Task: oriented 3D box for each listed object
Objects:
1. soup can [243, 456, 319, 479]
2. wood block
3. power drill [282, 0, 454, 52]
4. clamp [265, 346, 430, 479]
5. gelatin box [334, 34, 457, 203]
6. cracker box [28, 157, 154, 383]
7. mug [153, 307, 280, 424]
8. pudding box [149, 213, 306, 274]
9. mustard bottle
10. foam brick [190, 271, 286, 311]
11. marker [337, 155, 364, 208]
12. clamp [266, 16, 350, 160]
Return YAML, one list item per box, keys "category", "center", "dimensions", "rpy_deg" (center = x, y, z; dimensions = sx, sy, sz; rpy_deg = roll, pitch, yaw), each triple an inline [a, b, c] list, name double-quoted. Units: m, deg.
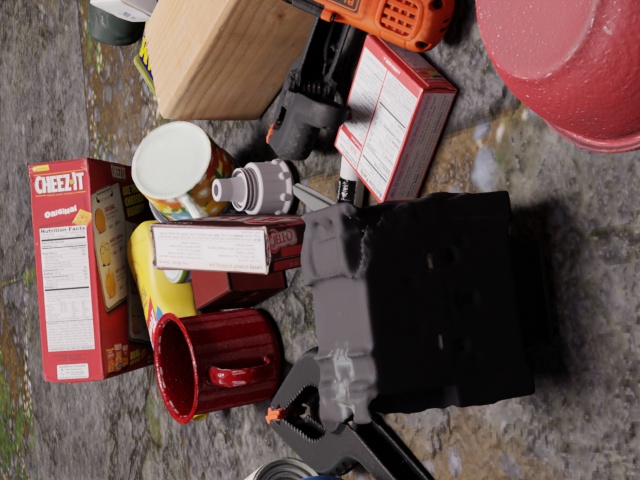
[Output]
- category: "soup can"
  center: [-0.043, 0.220, 0.852]
  dimensions: [0.102, 0.068, 0.068]
  rpy_deg: [-48, 52, 52]
- category: "wood block"
  center: [-0.058, -0.182, 0.816]
  dimensions: [0.206, 0.090, 0.091]
  rpy_deg: [-44, 54, 55]
- category: "power drill"
  center: [0.015, -0.225, 0.630]
  dimensions: [0.184, 0.057, 0.188]
  rpy_deg: [26, 122, 11]
- category: "clamp"
  center: [0.025, 0.128, 0.749]
  dimensions: [0.210, 0.036, 0.164]
  rpy_deg: [-29, 66, 55]
- category: "gelatin box"
  center: [0.047, -0.078, 0.695]
  dimensions: [0.073, 0.030, 0.089]
  rpy_deg: [54, 138, 43]
- category: "cracker box"
  center: [-0.228, 0.030, 1.086]
  dimensions: [0.164, 0.072, 0.214]
  rpy_deg: [2, -97, -80]
- category: "mug"
  center: [-0.080, 0.102, 0.889]
  dimensions: [0.117, 0.081, 0.093]
  rpy_deg: [3, 98, 61]
- category: "pudding box"
  center: [-0.055, 0.001, 0.789]
  dimensions: [0.114, 0.089, 0.039]
  rpy_deg: [-1, 95, 35]
- category: "mustard bottle"
  center: [-0.138, 0.081, 1.021]
  dimensions: [0.096, 0.058, 0.192]
  rpy_deg: [115, 141, -56]
- category: "foam brick"
  center: [-0.072, 0.026, 0.900]
  dimensions: [0.078, 0.052, 0.051]
  rpy_deg: [-32, 65, 59]
- category: "marker"
  center: [0.018, -0.002, 0.766]
  dimensions: [0.020, 0.020, 0.121]
  rpy_deg: [34, 122, 56]
- category: "clamp"
  center: [-0.005, -0.116, 0.761]
  dimensions: [0.172, 0.039, 0.120]
  rpy_deg: [149, 138, -70]
